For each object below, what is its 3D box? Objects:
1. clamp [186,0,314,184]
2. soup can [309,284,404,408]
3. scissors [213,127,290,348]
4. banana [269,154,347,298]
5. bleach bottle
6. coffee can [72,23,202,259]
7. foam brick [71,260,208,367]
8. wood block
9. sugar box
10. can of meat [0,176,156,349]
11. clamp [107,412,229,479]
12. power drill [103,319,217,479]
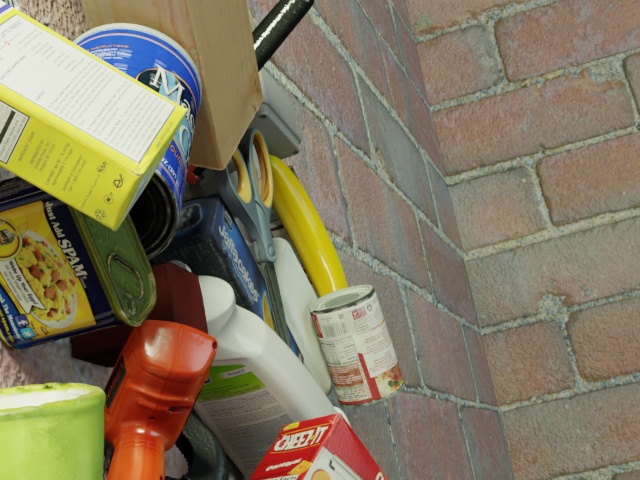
[{"bbox_3d":[-0.097,-0.136,0.963,0.036,0.165,0.210,42,54,-31],"label":"clamp"},{"bbox_3d":[0.035,0.102,1.030,0.068,0.068,0.102,-51,124,-72],"label":"soup can"},{"bbox_3d":[-0.056,0.001,0.888,0.096,0.016,0.202,14,68,-64],"label":"scissors"},{"bbox_3d":[-0.020,-0.009,1.092,0.198,0.037,0.069,61,21,-6],"label":"banana"},{"bbox_3d":[-0.059,0.105,0.846,0.068,0.102,0.250,-97,165,-46],"label":"bleach bottle"},{"bbox_3d":[-0.138,-0.066,0.717,0.140,0.103,0.102,-88,158,-48],"label":"coffee can"},{"bbox_3d":[-0.122,0.050,0.714,0.053,0.078,0.051,39,41,-67],"label":"foam brick"},{"bbox_3d":[-0.112,-0.163,0.799,0.206,0.090,0.090,82,25,-48],"label":"wood block"},{"bbox_3d":[-0.164,-0.082,0.557,0.176,0.048,0.093,28,27,-7],"label":"sugar box"},{"bbox_3d":[-0.154,0.008,0.617,0.057,0.084,0.102,-69,142,-67],"label":"can of meat"},{"bbox_3d":[-0.084,0.175,0.691,0.039,0.120,0.171,120,-29,-49],"label":"clamp"},{"bbox_3d":[-0.097,0.138,0.587,0.187,0.057,0.185,-87,-159,-45],"label":"power drill"}]
